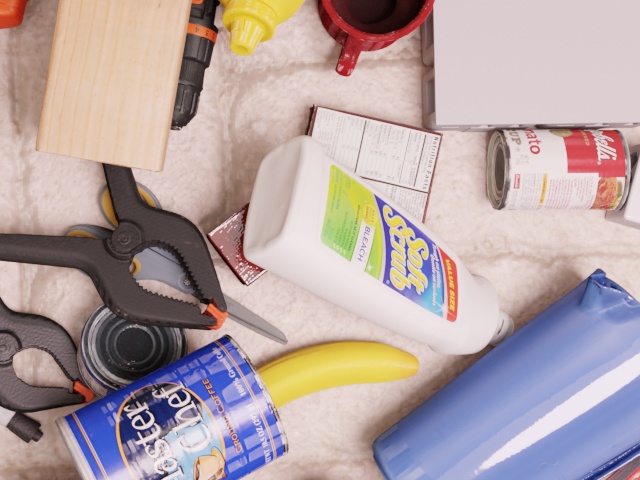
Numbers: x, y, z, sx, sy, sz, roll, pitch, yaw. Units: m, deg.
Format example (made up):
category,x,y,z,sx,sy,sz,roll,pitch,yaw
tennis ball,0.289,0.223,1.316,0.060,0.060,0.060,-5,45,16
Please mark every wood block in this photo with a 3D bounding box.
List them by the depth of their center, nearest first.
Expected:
category,x,y,z,sx,sy,sz,roll,pitch,yaw
wood block,-0.144,-0.159,0.786,0.090,0.091,0.206,10,93,-6

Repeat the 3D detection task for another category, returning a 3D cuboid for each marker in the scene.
category,x,y,z,sx,sy,sz,roll,pitch,yaw
marker,-0.277,0.127,0.864,0.121,0.020,0.020,35,87,-4

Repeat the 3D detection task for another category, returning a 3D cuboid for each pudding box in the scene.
category,x,y,z,sx,sy,sz,roll,pitch,yaw
pudding box,0.037,-0.057,0.882,0.113,0.039,0.090,13,89,-7

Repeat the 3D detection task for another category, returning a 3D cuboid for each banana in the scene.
category,x,y,z,sx,sy,sz,roll,pitch,yaw
banana,-0.017,0.124,0.880,0.197,0.037,0.069,-28,111,-3

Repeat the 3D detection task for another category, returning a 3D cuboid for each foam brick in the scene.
category,x,y,z,sx,sy,sz,roll,pitch,yaw
foam brick,-0.056,0.001,0.854,0.053,0.078,0.051,-38,92,-6

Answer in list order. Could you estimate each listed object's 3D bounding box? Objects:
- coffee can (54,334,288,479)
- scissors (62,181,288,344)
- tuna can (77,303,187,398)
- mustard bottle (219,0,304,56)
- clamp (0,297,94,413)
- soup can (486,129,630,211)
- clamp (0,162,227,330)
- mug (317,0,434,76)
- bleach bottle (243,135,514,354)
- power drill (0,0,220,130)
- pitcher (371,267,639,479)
category,x,y,z,sx,sy,sz,roll,pitch,yaw
coffee can,-0.109,0.145,0.784,0.140,0.103,0.103,-26,92,-17
scissors,-0.111,0.013,0.880,0.201,0.016,0.096,16,88,-5
tuna can,-0.149,0.087,0.850,0.086,0.034,0.086,6,63,-13
mustard bottle,-0.037,-0.226,0.823,0.058,0.096,0.191,40,57,-44
clamp,-0.256,0.076,0.854,0.171,0.039,0.120,22,82,-14
soup can,0.194,-0.058,0.880,0.102,0.068,0.068,0,90,-5
clamp,-0.165,0.006,0.839,0.210,0.036,0.164,45,74,2
mug,0.037,-0.187,0.860,0.093,0.081,0.117,17,88,-5
bleach bottle,0.059,0.019,0.836,0.250,0.068,0.102,28,59,-31
power drill,-0.174,-0.191,0.857,0.187,0.057,0.184,9,85,-7
pitcher,0.171,0.148,0.855,0.243,0.145,0.149,-34,80,-1
